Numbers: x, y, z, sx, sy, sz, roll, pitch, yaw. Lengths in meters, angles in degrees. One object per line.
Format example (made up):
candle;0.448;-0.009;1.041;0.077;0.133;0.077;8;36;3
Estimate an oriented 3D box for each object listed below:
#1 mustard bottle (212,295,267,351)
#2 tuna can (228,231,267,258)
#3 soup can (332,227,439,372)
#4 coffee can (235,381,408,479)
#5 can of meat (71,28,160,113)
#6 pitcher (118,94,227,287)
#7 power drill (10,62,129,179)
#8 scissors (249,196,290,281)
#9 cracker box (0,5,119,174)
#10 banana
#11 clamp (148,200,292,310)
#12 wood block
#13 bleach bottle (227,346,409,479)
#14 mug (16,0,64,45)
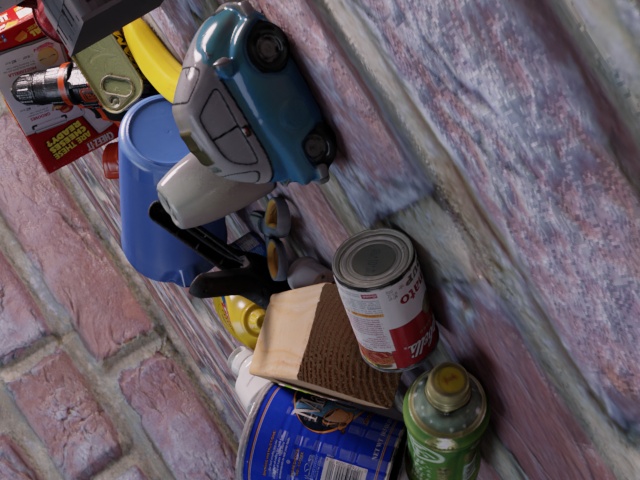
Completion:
mustard bottle;-0.081;0.086;1.242;0.096;0.058;0.192;64;169;-7
tuna can;-0.079;0.032;1.338;0.086;0.033;0.086;52;165;19
soup can;0.053;0.048;0.853;0.069;0.068;0.102;43;160;45
coffee can;0.004;0.201;1.004;0.140;0.102;0.103;15;152;13
can of meat;-0.224;-0.195;1.213;0.102;0.057;0.083;56;-161;4
pitcher;-0.177;-0.069;1.248;0.149;0.145;0.243;27;151;9
power drill;-0.276;-0.154;1.355;0.187;0.185;0.057;65;-153;-53
scissors;-0.058;0.001;1.165;0.202;0.016;0.096;150;117;-76
cracker box;-0.338;-0.217;1.392;0.072;0.164;0.213;50;166;46
banana;-0.160;-0.184;1.137;0.198;0.037;0.070;40;140;45
clamp;-0.081;0.040;1.134;0.209;0.036;0.165;28;-163;-30
wood block;0.006;0.099;1.005;0.090;0.090;0.206;18;170;-12
bleach bottle;0.004;0.181;1.131;0.251;0.102;0.068;32;158;30
mug;-0.292;-0.277;1.221;0.082;0.117;0.093;176;96;-69
